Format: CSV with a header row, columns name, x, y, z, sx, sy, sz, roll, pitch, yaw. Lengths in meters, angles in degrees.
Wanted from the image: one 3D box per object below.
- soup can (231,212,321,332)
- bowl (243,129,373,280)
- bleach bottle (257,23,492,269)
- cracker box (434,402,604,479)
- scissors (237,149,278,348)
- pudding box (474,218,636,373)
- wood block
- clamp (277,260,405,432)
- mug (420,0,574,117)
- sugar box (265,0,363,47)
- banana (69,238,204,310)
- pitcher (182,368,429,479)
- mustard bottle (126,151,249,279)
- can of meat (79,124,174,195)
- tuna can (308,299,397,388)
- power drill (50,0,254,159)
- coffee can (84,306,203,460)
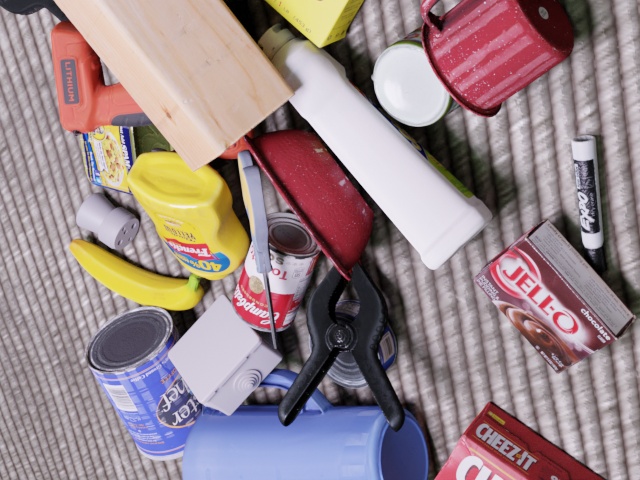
name,x,y,z,sx,sy,sz,roll,pitch,yaw
soup can,-0.043,0.031,1.055,0.068,0.068,0.102,34,128,16
bowl,0.000,-0.044,0.956,0.055,0.162,0.162,-36,91,3
bleach bottle,0.038,-0.088,0.911,0.068,0.102,0.251,-44,83,11
cracker box,0.176,0.288,1.032,0.164,0.072,0.214,33,128,16
scissors,-0.056,0.001,0.986,0.016,0.096,0.202,-10,135,-6
pudding box,0.195,0.048,0.898,0.113,0.039,0.090,47,148,4
wood block,-0.130,-0.170,0.897,0.206,0.090,0.091,52,160,-9
clamp,0.014,0.100,1.006,0.120,0.039,0.171,-7,71,9
mug,0.129,-0.159,0.807,0.117,0.093,0.082,33,133,-28
sugar box,0.015,-0.256,0.873,0.093,0.048,0.176,42,132,10
banana,-0.197,0.042,1.189,0.198,0.037,0.069,12,127,32
pitcher,-0.018,0.220,1.102,0.243,0.145,0.149,-10,142,36
mustard bottle,-0.120,-0.012,1.054,0.096,0.058,0.191,16,156,18
can of meat,-0.201,-0.098,1.107,0.084,0.057,0.102,15,121,32
tuna can,0.031,0.104,1.063,0.086,0.033,0.086,17,123,28
power drill,-0.153,-0.167,0.995,0.188,0.057,0.184,2,108,10
coffee can,-0.184,0.158,1.178,0.103,0.102,0.140,5,132,34
